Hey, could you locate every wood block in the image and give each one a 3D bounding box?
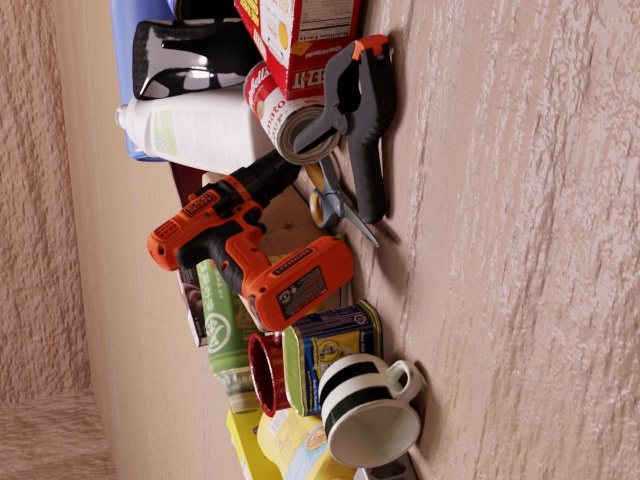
[{"bbox_3d":[-0.058,0.001,1.169,0.206,0.090,0.090,-127,33,-55],"label":"wood block"}]

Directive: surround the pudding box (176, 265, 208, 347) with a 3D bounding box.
[{"bbox_3d":[-0.140,0.083,1.457,0.039,0.090,0.113,112,143,-61],"label":"pudding box"}]

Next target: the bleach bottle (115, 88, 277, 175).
[{"bbox_3d":[-0.144,-0.135,1.217,0.251,0.067,0.102,15,117,38],"label":"bleach bottle"}]

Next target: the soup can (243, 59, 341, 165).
[{"bbox_3d":[-0.028,-0.128,1.048,0.102,0.068,0.068,-122,28,-46],"label":"soup can"}]

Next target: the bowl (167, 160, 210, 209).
[{"bbox_3d":[-0.169,-0.071,1.479,0.162,0.055,0.162,164,90,-87],"label":"bowl"}]

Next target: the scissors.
[{"bbox_3d":[0.019,-0.021,1.037,0.202,0.016,0.096,-117,22,-47],"label":"scissors"}]

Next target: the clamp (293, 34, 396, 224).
[{"bbox_3d":[0.022,-0.109,0.933,0.120,0.039,0.171,35,134,32],"label":"clamp"}]

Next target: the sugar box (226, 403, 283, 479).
[{"bbox_3d":[-0.043,0.271,1.265,0.048,0.093,0.176,99,154,-49],"label":"sugar box"}]

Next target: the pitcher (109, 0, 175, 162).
[{"bbox_3d":[-0.199,-0.225,1.372,0.145,0.148,0.243,-5,89,41],"label":"pitcher"}]

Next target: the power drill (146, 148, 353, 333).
[{"bbox_3d":[-0.053,-0.005,1.031,0.188,0.184,0.057,35,156,44],"label":"power drill"}]

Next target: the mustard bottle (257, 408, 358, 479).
[{"bbox_3d":[-0.005,0.237,1.164,0.096,0.058,0.192,-58,32,9],"label":"mustard bottle"}]

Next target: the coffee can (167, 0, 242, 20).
[{"bbox_3d":[-0.135,-0.306,1.213,0.103,0.102,0.140,99,153,-45],"label":"coffee can"}]

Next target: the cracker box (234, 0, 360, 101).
[{"bbox_3d":[-0.018,-0.259,0.943,0.214,0.072,0.164,97,155,-44],"label":"cracker box"}]

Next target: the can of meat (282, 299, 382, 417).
[{"bbox_3d":[0.011,0.116,1.036,0.057,0.083,0.102,-138,41,-61],"label":"can of meat"}]

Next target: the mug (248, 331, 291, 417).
[{"bbox_3d":[-0.026,0.129,1.155,0.093,0.081,0.117,-122,28,-49],"label":"mug"}]
